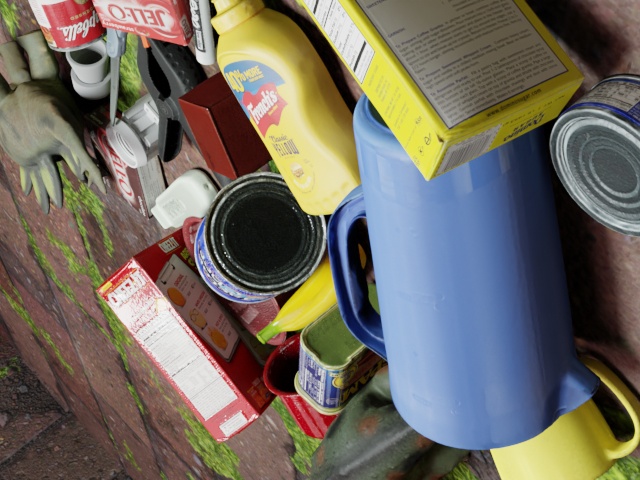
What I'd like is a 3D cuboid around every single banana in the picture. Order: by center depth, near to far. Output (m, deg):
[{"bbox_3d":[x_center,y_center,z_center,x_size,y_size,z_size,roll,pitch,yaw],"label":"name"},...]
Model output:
[{"bbox_3d":[0.004,0.042,0.965,0.037,0.069,0.198,43,144,4],"label":"banana"}]

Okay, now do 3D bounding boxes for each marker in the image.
[{"bbox_3d":[-0.097,-0.192,0.873,0.020,0.020,0.121,41,155,24],"label":"marker"}]

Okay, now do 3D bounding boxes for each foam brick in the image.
[{"bbox_3d":[-0.079,-0.100,0.933,0.053,0.051,0.078,26,146,48],"label":"foam brick"}]

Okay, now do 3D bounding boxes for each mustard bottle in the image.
[{"bbox_3d":[-0.027,-0.112,0.810,0.191,0.058,0.096,59,155,-15],"label":"mustard bottle"}]

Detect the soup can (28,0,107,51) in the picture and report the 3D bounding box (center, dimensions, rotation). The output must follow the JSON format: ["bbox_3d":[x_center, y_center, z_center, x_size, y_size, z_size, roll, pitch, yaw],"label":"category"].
[{"bbox_3d":[-0.246,-0.242,1.017,0.069,0.068,0.102,31,149,41],"label":"soup can"}]

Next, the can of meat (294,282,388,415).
[{"bbox_3d":[0.026,0.096,0.962,0.057,0.102,0.084,40,152,23],"label":"can of meat"}]

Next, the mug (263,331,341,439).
[{"bbox_3d":[-0.003,0.145,1.121,0.117,0.093,0.081,-107,-9,-55],"label":"mug"}]

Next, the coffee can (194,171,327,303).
[{"bbox_3d":[-0.056,0.001,0.940,0.103,0.102,0.140,52,169,-1],"label":"coffee can"}]

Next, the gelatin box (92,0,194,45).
[{"bbox_3d":[-0.152,-0.206,0.897,0.089,0.030,0.073,17,150,20],"label":"gelatin box"}]

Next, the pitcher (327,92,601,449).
[{"bbox_3d":[0.084,0.007,0.687,0.145,0.149,0.243,-111,5,-53],"label":"pitcher"}]

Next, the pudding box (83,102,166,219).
[{"bbox_3d":[-0.222,-0.091,1.227,0.090,0.039,0.113,37,153,31],"label":"pudding box"}]

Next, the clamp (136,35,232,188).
[{"bbox_3d":[-0.139,-0.129,1.016,0.120,0.039,0.171,10,129,44],"label":"clamp"}]

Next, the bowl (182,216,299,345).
[{"bbox_3d":[-0.071,0.028,1.100,0.162,0.055,0.162,41,155,24],"label":"bowl"}]

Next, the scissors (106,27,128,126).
[{"bbox_3d":[-0.201,-0.202,1.006,0.096,0.016,0.202,54,145,15],"label":"scissors"}]

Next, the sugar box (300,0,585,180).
[{"bbox_3d":[0.048,-0.126,0.568,0.176,0.093,0.048,57,157,19],"label":"sugar box"}]

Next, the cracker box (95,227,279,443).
[{"bbox_3d":[-0.128,0.099,1.180,0.213,0.072,0.164,51,-159,-1],"label":"cracker box"}]
